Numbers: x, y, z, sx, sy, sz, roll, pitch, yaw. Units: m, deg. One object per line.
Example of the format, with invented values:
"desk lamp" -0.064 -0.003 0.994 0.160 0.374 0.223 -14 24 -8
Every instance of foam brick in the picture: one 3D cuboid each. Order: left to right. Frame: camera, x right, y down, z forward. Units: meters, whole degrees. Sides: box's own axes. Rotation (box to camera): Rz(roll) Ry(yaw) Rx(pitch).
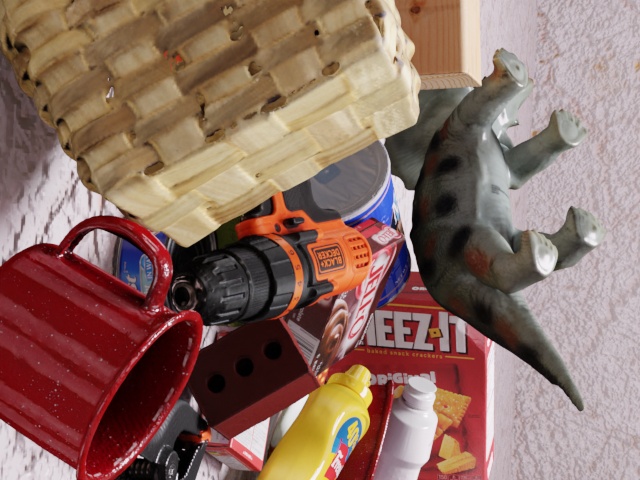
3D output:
"foam brick" -0.047 0.092 0.730 0.053 0.078 0.051 58 -4 23

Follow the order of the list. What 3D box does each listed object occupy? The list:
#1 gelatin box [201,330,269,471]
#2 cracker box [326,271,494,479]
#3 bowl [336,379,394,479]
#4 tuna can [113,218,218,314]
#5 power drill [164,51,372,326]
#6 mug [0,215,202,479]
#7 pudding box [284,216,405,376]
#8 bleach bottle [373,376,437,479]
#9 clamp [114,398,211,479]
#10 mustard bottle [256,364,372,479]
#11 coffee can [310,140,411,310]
"gelatin box" -0.061 0.121 0.802 0.073 0.030 0.089 59 35 -61
"cracker box" 0.091 0.140 1.077 0.072 0.164 0.214 -57 147 -62
"bowl" 0.018 0.198 0.984 0.162 0.055 0.162 64 44 -90
"tuna can" -0.094 0.016 0.665 0.086 0.034 0.086 4 90 -73
"power drill" -0.047 -0.043 0.660 0.184 0.057 0.187 -10 85 -59
"mug" -0.108 0.043 0.487 0.117 0.081 0.093 -65 166 17
"pudding box" 0.014 0.046 0.822 0.089 0.039 0.114 -27 146 -52
"bleach bottle" 0.064 0.244 1.046 0.102 0.068 0.251 -70 176 -69
"clamp" -0.108 0.131 0.639 0.171 0.039 0.120 -55 150 -70
"mustard bottle" -0.008 0.176 0.870 0.191 0.058 0.096 -56 159 -37
"coffee can" 0.018 -0.016 0.909 0.140 0.103 0.102 71 28 -52
